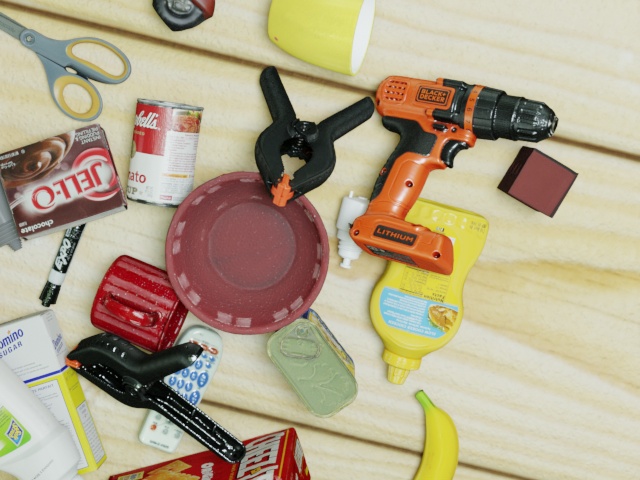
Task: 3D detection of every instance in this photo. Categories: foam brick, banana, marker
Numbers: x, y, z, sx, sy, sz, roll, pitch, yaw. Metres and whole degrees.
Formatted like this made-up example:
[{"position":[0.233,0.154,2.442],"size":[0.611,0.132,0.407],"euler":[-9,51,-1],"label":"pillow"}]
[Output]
[{"position":[0.216,-0.060,1.064],"size":[0.051,0.078,0.053],"euler":[30,96,-2],"label":"foam brick"},{"position":[0.101,0.259,1.137],"size":[0.070,0.037,0.198],"euler":[24,97,16],"label":"banana"},{"position":[-0.268,0.015,1.122],"size":[0.020,0.020,0.121],"euler":[23,98,-1],"label":"marker"}]

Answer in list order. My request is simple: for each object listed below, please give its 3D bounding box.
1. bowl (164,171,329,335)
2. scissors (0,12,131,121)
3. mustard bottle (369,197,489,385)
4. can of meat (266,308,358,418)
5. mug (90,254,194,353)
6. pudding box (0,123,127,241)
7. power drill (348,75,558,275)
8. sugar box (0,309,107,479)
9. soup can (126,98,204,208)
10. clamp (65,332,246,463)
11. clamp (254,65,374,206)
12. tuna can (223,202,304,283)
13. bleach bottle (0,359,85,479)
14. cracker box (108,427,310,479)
[{"position":[-0.071,0.010,1.060],"size":[0.162,0.055,0.162],"euler":[0,98,2],"label":"bowl"},{"position":[-0.295,-0.186,1.096],"size":[0.201,0.016,0.096],"euler":[16,98,0],"label":"scissors"},{"position":[0.102,0.056,1.094],"size":[0.096,0.058,0.192],"euler":[15,98,1],"label":"mustard bottle"},{"position":[-0.007,0.121,1.095],"size":[0.057,0.084,0.102],"euler":[-36,95,6],"label":"can of meat"},{"position":[-0.184,0.067,1.080],"size":[0.081,0.117,0.093],"euler":[23,98,4],"label":"mug"},{"position":[-0.262,-0.058,1.085],"size":[0.113,0.039,0.090],"euler":[-19,83,-4],"label":"pudding box"},{"position":[0.119,-0.065,1.028],"size":[0.185,0.057,0.187],"euler":[14,76,28],"label":"power drill"},{"position":[-0.301,0.168,1.132],"size":[0.093,0.048,0.176],"euler":[-17,94,8],"label":"sugar box"},{"position":[-0.157,-0.089,1.079],"size":[0.068,0.068,0.102],"euler":[8,99,1],"label":"soup can"},{"position":[-0.170,0.148,1.070],"size":[0.210,0.036,0.164],"euler":[9,134,37],"label":"clamp"},{"position":[-0.027,-0.106,1.042],"size":[0.120,0.171,0.039],"euler":[20,136,10],"label":"clamp"},{"position":[-0.057,0.001,1.105],"size":[0.086,0.033,0.086],"euler":[0,98,2],"label":"tuna can"},{"position":[-0.338,0.178,1.083],"size":[0.251,0.068,0.103],"euler":[45,108,-1],"label":"bleach bottle"},{"position":[-0.123,0.269,1.080],"size":[0.214,0.164,0.072],"euler":[-17,99,4],"label":"cracker box"}]
